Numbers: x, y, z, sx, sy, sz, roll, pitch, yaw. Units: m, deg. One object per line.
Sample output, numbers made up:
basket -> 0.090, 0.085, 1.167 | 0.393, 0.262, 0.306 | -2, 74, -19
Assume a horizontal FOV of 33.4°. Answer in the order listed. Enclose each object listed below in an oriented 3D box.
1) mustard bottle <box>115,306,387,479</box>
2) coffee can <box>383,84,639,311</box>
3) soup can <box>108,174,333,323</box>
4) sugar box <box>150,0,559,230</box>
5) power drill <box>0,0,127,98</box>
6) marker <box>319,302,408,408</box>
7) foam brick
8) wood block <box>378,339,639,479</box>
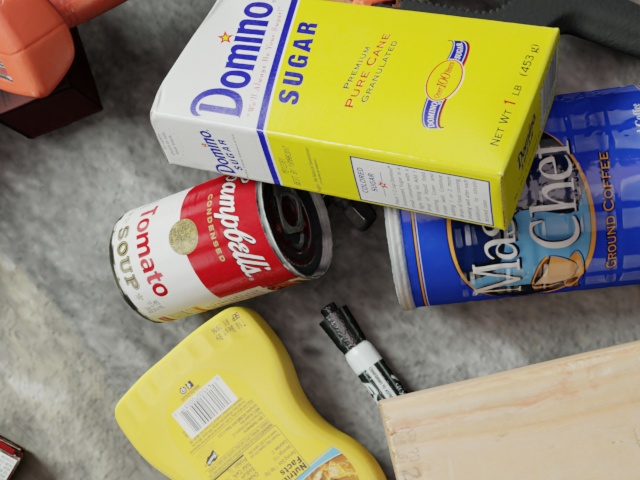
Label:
mustard bottle -> -0.018, 0.135, 0.569 | 0.096, 0.058, 0.192 | -41, 78, 3
coffee can -> 0.106, -0.022, 0.546 | 0.140, 0.102, 0.103 | -6, 82, 8
soup can -> -0.054, 0.001, 0.573 | 0.102, 0.068, 0.068 | -18, 80, 27
sugar box -> 0.016, -0.067, 0.505 | 0.176, 0.048, 0.093 | 13, 57, 20
power drill -> -0.086, -0.141, 0.543 | 0.187, 0.185, 0.057 | -35, 114, -20
marker -> 0.038, 0.085, 0.586 | 0.020, 0.020, 0.121 | -37, 79, 3
foam brick -> -0.172, -0.109, 0.630 | 0.053, 0.051, 0.078 | -21, 80, 7
wood block -> 0.138, 0.099, 0.520 | 0.206, 0.091, 0.090 | -13, 81, 0
